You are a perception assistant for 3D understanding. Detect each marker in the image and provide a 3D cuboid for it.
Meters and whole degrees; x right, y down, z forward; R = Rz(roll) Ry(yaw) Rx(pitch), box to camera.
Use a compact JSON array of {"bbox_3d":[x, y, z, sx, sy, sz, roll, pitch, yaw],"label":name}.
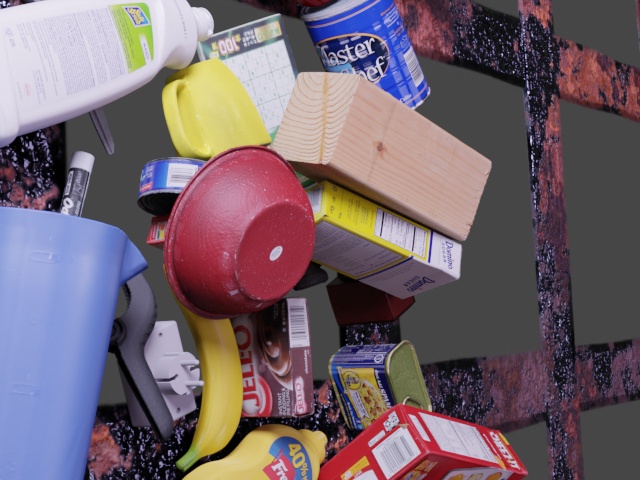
[{"bbox_3d":[-0.210,-0.016,0.889,0.020,0.020,0.121,29,63,-47],"label":"marker"}]

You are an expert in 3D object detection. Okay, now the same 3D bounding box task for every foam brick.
[{"bbox_3d":[0.055,0.059,1.177,0.052,0.078,0.051,-37,112,-49],"label":"foam brick"}]

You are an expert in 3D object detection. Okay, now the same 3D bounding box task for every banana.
[{"bbox_3d":[-0.105,0.111,0.989,0.069,0.037,0.198,-2,85,-44],"label":"banana"}]

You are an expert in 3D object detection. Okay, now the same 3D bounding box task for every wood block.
[{"bbox_3d":[0.063,-0.080,1.045,0.205,0.090,0.091,26,80,-41],"label":"wood block"}]

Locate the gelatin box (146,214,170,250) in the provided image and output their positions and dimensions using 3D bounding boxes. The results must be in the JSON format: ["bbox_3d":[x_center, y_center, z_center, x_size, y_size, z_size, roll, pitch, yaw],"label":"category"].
[{"bbox_3d":[-0.102,0.002,0.983,0.089,0.073,0.030,28,65,-48],"label":"gelatin box"}]

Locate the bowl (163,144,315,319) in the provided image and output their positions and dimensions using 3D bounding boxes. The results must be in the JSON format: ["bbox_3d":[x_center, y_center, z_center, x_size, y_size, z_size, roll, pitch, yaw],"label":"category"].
[{"bbox_3d":[-0.056,0.001,0.930,0.161,0.055,0.162,-21,121,-39],"label":"bowl"}]

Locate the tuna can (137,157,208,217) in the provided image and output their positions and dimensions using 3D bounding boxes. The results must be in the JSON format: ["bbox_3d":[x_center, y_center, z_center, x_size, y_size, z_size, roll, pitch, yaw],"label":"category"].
[{"bbox_3d":[-0.119,-0.044,0.956,0.086,0.086,0.034,24,65,-49],"label":"tuna can"}]

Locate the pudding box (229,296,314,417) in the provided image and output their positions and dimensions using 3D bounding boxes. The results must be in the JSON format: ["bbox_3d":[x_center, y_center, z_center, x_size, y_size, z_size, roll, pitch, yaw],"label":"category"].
[{"bbox_3d":[-0.053,0.112,1.018,0.039,0.090,0.113,6,80,-54],"label":"pudding box"}]

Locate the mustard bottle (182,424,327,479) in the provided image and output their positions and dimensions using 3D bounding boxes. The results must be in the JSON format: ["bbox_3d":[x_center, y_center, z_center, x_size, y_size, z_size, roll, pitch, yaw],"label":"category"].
[{"bbox_3d":[-0.053,0.232,1.027,0.191,0.058,0.096,-27,108,-51],"label":"mustard bottle"}]

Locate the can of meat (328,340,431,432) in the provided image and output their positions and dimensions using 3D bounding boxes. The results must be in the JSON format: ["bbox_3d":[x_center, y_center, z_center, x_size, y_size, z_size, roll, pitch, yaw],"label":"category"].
[{"bbox_3d":[0.064,0.163,1.169,0.057,0.084,0.102,-36,113,-49],"label":"can of meat"}]

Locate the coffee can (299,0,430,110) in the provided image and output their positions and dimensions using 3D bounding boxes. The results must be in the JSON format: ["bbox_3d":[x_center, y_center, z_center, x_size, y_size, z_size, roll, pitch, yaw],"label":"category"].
[{"bbox_3d":[0.050,-0.210,1.187,0.102,0.103,0.140,-50,124,-43],"label":"coffee can"}]

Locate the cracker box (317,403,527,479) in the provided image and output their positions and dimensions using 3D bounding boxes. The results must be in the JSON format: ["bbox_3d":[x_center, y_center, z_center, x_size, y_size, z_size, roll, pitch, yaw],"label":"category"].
[{"bbox_3d":[0.096,0.258,1.134,0.213,0.164,0.072,24,29,-49],"label":"cracker box"}]

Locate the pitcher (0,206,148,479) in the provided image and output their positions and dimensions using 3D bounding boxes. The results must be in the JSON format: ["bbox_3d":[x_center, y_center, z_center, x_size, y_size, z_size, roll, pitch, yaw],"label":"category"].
[{"bbox_3d":[-0.230,0.099,0.773,0.144,0.149,0.243,28,66,-64],"label":"pitcher"}]

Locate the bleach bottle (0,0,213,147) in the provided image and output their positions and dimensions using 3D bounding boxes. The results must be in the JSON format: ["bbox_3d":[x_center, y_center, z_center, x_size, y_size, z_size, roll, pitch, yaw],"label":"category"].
[{"bbox_3d":[-0.184,-0.152,0.881,0.250,0.068,0.102,-25,107,-45],"label":"bleach bottle"}]

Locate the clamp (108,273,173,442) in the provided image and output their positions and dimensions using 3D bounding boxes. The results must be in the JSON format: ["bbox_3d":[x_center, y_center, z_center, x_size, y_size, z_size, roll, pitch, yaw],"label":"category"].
[{"bbox_3d":[-0.167,0.086,0.880,0.120,0.039,0.171,18,68,-17],"label":"clamp"}]

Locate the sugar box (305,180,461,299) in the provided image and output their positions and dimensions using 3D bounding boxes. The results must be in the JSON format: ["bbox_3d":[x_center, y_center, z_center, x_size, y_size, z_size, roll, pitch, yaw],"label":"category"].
[{"bbox_3d":[0.046,0.003,1.067,0.176,0.094,0.048,22,62,-31],"label":"sugar box"}]
